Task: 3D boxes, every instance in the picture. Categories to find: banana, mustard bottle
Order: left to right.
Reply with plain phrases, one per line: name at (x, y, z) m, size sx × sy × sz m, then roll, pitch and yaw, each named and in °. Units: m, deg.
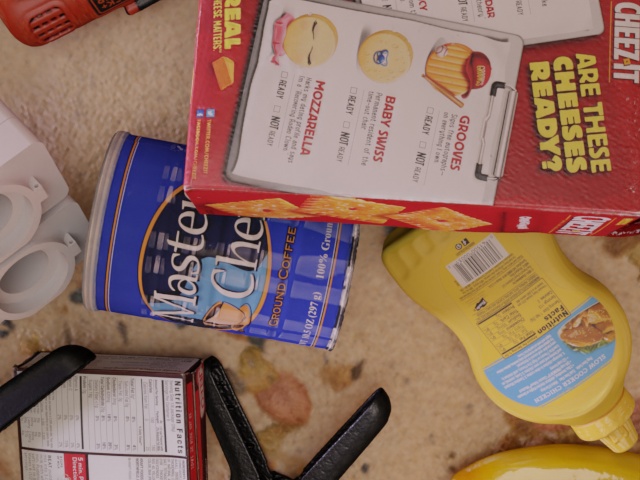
mustard bottle at (0.129, 0.051, 0.639) m, size 0.096 × 0.058 × 0.191 m, roll -37°, pitch 99°, yaw 13°
banana at (0.183, 0.164, 0.671) m, size 0.197 × 0.037 × 0.070 m, roll 21°, pitch 97°, yaw -5°

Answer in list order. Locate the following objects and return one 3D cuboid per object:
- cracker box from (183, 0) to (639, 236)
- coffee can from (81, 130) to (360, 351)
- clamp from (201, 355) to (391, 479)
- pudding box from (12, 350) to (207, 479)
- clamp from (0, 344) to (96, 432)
cracker box at (0.047, -0.091, 0.531) m, size 0.213 × 0.072 × 0.164 m, roll 3°, pitch 81°, yaw 1°
coffee can at (-0.054, 0.001, 0.603) m, size 0.140 × 0.103 × 0.103 m, roll 10°, pitch 99°, yaw -4°
clamp at (-0.016, 0.156, 0.660) m, size 0.120 × 0.039 × 0.171 m, roll 2°, pitch 104°, yaw 16°
pudding box at (-0.125, 0.115, 0.642) m, size 0.113 × 0.039 × 0.090 m, roll 1°, pitch 99°, yaw 11°
clamp at (-0.219, 0.148, 0.632) m, size 0.210 × 0.036 × 0.164 m, roll -6°, pitch 96°, yaw 15°
